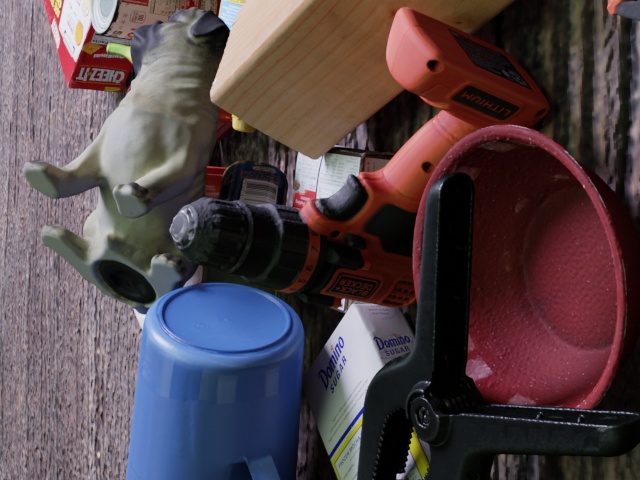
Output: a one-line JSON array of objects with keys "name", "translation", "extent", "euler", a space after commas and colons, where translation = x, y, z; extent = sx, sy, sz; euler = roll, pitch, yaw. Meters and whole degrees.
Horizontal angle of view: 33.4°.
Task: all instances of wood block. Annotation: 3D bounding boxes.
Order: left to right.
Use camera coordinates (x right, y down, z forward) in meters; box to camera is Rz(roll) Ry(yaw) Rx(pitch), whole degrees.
[{"name": "wood block", "translation": [0.025, -0.148, 0.668], "extent": [0.207, 0.090, 0.090], "euler": [-35, 34, 49]}]

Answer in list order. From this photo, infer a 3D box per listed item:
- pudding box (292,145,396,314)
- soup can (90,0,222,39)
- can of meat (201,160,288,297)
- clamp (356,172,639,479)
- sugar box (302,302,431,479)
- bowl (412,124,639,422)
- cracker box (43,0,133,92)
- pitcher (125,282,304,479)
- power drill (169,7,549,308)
[{"name": "pudding box", "translation": [0.015, -0.010, 0.752], "extent": [0.090, 0.039, 0.113], "euler": [17, 103, 57]}, {"name": "soup can", "translation": [-0.147, -0.212, 0.960], "extent": [0.069, 0.102, 0.068], "euler": [-6, 82, 57]}, {"name": "can of meat", "translation": [-0.055, 0.001, 0.808], "extent": [0.084, 0.057, 0.102], "euler": [-86, 4, -58]}, {"name": "clamp", "translation": [0.074, 0.093, 0.559], "extent": [0.165, 0.036, 0.210], "euler": [54, 137, 36]}, {"name": "sugar box", "translation": [0.048, 0.135, 0.683], "extent": [0.093, 0.048, 0.176], "euler": [-59, 39, 38]}, {"name": "bowl", "translation": [0.117, 0.019, 0.562], "extent": [0.162, 0.055, 0.162], "euler": [18, 111, 57]}, {"name": "cracker box", "translation": [-0.217, -0.286, 1.105], "extent": [0.214, 0.072, 0.164], "euler": [-57, 43, 39]}, {"name": "pitcher", "translation": [-0.070, 0.162, 0.751], "extent": [0.144, 0.149, 0.243], "euler": [-58, -22, -61]}, {"name": "power drill", "translation": [0.027, -0.040, 0.620], "extent": [0.188, 0.184, 0.057], "euler": [-52, 45, 29]}]
